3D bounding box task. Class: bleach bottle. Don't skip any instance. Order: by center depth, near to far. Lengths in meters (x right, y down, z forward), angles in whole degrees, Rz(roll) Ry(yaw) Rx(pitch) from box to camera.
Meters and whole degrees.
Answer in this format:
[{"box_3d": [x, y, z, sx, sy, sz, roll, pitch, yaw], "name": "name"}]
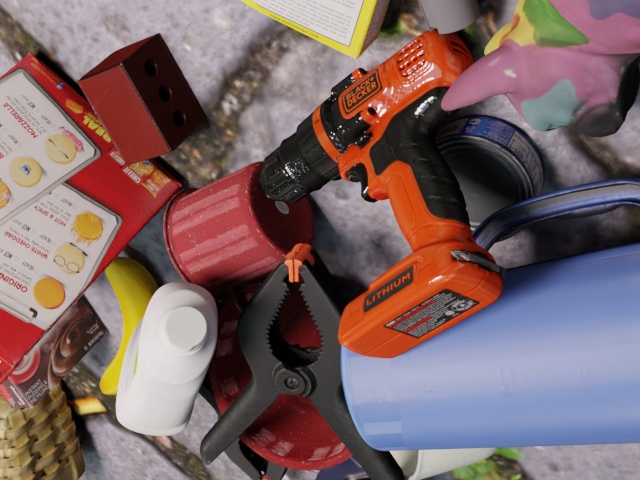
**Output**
[{"box_3d": [-0.117, 0.093, 0.825, 0.068, 0.102, 0.251, 10, 165, -10], "name": "bleach bottle"}]

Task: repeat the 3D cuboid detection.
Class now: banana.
[{"box_3d": [-0.176, 0.082, 0.989, 0.070, 0.037, 0.198, 24, 133, 20], "name": "banana"}]

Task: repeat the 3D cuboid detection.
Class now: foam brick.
[{"box_3d": [-0.135, -0.106, 0.808, 0.051, 0.053, 0.078, -12, 118, 35], "name": "foam brick"}]

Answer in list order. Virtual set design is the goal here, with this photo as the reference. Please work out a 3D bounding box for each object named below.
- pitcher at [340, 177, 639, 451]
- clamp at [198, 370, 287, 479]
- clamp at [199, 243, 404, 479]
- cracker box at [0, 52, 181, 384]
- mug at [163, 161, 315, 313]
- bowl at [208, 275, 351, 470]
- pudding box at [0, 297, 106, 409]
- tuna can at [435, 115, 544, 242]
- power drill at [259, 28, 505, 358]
[{"box_3d": [0.139, 0.065, 0.704, 0.243, 0.149, 0.145, -9, 142, 21], "name": "pitcher"}, {"box_3d": [-0.059, 0.158, 0.979, 0.120, 0.039, 0.171, -9, 119, 38], "name": "clamp"}, {"box_3d": [-0.025, 0.101, 0.799, 0.165, 0.036, 0.210, 1, 117, 16], "name": "clamp"}, {"box_3d": [-0.237, -0.020, 0.821, 0.164, 0.213, 0.072, 41, 143, -6], "name": "cracker box"}, {"box_3d": [-0.055, 0.001, 0.813, 0.082, 0.093, 0.117, -23, 78, 35], "name": "mug"}, {"box_3d": [-0.011, 0.103, 0.874, 0.162, 0.055, 0.162, 6, 102, 28], "name": "bowl"}, {"box_3d": [-0.265, 0.087, 0.989, 0.039, 0.113, 0.090, -10, 119, 38], "name": "pudding box"}, {"box_3d": [0.108, -0.042, 0.731, 0.086, 0.033, 0.086, 15, 130, 19], "name": "tuna can"}, {"box_3d": [0.035, -0.023, 0.693, 0.057, 0.187, 0.185, 18, 139, -40], "name": "power drill"}]
